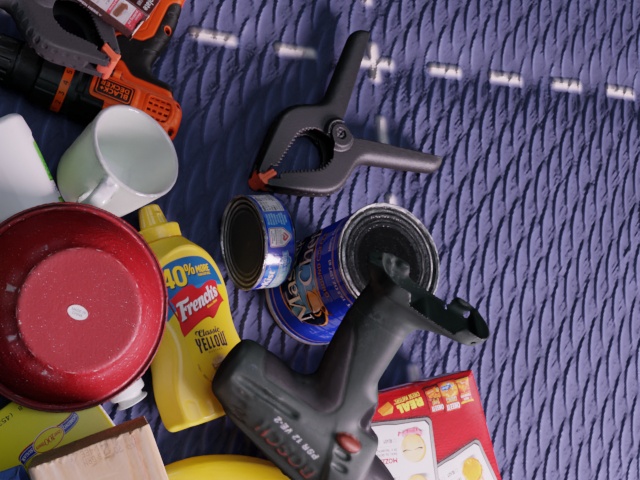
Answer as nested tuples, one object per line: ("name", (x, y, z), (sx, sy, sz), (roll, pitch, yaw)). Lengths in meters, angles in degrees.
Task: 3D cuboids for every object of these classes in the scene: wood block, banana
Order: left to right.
("wood block", (-0.134, 0.242, 0.775), (0.090, 0.091, 0.206), (-19, 89, -13))
("banana", (-0.074, 0.218, 0.915), (0.197, 0.037, 0.069), (19, 68, -24))

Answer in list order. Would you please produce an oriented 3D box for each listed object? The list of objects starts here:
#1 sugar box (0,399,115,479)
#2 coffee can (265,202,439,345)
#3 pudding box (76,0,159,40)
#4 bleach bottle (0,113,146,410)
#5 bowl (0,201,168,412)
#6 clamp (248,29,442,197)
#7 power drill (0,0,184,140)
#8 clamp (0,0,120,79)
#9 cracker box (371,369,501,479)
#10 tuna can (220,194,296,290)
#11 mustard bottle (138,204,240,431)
("sugar box", (-0.184, 0.193, 0.839), (0.093, 0.048, 0.176), (-37, 90, -12))
("coffee can", (0.026, 0.033, 0.962), (0.102, 0.141, 0.103), (8, 72, -27))
("pudding box", (-0.169, -0.235, 0.903), (0.090, 0.039, 0.113), (35, 46, -14))
("bleach bottle", (-0.214, 0.023, 0.869), (0.068, 0.103, 0.251), (-29, 100, -13))
("bowl", (-0.184, 0.051, 0.794), (0.161, 0.055, 0.162), (0, 89, -24))
("clamp", (0.021, -0.096, 1.057), (0.209, 0.036, 0.164), (-41, 97, -29))
("power drill", (-0.195, -0.192, 0.954), (0.184, 0.057, 0.187), (22, 68, -19))
("clamp", (-0.230, -0.211, 0.894), (0.171, 0.039, 0.120), (39, 61, -10))
("cracker box", (0.084, 0.241, 0.978), (0.163, 0.072, 0.214), (-10, 82, -29))
("tuna can", (-0.056, 0.001, 0.958), (0.033, 0.086, 0.086), (-4, 78, -32))
("mustard bottle", (-0.119, 0.061, 0.921), (0.096, 0.058, 0.191), (-13, 82, -47))
